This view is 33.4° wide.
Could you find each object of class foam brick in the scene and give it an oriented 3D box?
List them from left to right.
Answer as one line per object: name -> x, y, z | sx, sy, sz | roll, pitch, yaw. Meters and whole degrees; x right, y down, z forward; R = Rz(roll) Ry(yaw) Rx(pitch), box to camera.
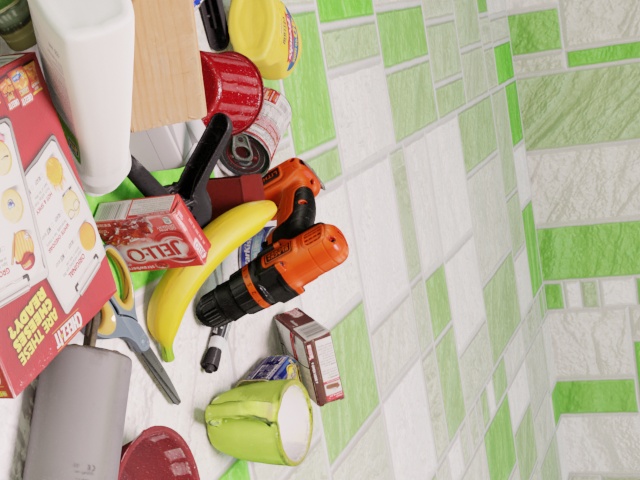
foam brick -> -0.105, -0.043, 1.146 | 0.053, 0.078, 0.051 | -12, 98, -67

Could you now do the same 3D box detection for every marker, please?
marker -> -0.109, 0.096, 1.183 | 0.020, 0.020, 0.121 | 63, 31, -43

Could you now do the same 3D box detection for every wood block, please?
wood block -> -0.157, -0.200, 0.918 | 0.206, 0.090, 0.090 | 90, -16, -52

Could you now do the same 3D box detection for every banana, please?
banana -> -0.117, 0.027, 1.073 | 0.197, 0.037, 0.069 | -54, 152, -10

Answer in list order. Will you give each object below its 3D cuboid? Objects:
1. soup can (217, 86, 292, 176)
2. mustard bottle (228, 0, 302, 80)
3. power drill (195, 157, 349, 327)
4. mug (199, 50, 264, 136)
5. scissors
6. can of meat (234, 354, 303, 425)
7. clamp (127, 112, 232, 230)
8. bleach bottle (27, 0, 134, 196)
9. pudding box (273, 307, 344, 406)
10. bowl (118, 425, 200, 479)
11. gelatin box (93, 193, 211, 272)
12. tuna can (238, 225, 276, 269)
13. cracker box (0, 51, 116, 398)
soup can -> -0.077, -0.126, 1.244 | 0.102, 0.069, 0.068 | -69, 146, -48
mustard bottle -> -0.061, -0.246, 1.296 | 0.191, 0.058, 0.096 | 10, 77, -80
power drill -> -0.058, 0.001, 1.182 | 0.057, 0.185, 0.187 | 52, 18, -34
mug -> -0.121, -0.145, 1.126 | 0.081, 0.093, 0.117 | -7, 109, -63
scissors -> -0.183, 0.100, 1.008 | 0.096, 0.016, 0.202 | -56, 136, -55
can of meat -> -0.055, 0.193, 1.246 | 0.083, 0.057, 0.102 | -44, 126, -66
clamp -> -0.146, -0.040, 1.031 | 0.120, 0.039, 0.172 | -16, 135, -35
bleach bottle -> -0.191, -0.121, 0.869 | 0.103, 0.068, 0.251 | 60, -22, 23
pudding box -> -0.015, 0.140, 1.299 | 0.114, 0.039, 0.090 | -148, -138, -66
bowl -> -0.167, 0.248, 0.960 | 0.162, 0.055, 0.162 | -5, 90, -68
gelatin box -> -0.157, -0.005, 0.995 | 0.073, 0.089, 0.030 | 63, 31, -43
tuna can -> -0.065, 0.025, 1.285 | 0.086, 0.034, 0.086 | -5, 90, -68
cracker box -> -0.248, -0.014, 0.801 | 0.164, 0.072, 0.214 | -55, 136, -57
